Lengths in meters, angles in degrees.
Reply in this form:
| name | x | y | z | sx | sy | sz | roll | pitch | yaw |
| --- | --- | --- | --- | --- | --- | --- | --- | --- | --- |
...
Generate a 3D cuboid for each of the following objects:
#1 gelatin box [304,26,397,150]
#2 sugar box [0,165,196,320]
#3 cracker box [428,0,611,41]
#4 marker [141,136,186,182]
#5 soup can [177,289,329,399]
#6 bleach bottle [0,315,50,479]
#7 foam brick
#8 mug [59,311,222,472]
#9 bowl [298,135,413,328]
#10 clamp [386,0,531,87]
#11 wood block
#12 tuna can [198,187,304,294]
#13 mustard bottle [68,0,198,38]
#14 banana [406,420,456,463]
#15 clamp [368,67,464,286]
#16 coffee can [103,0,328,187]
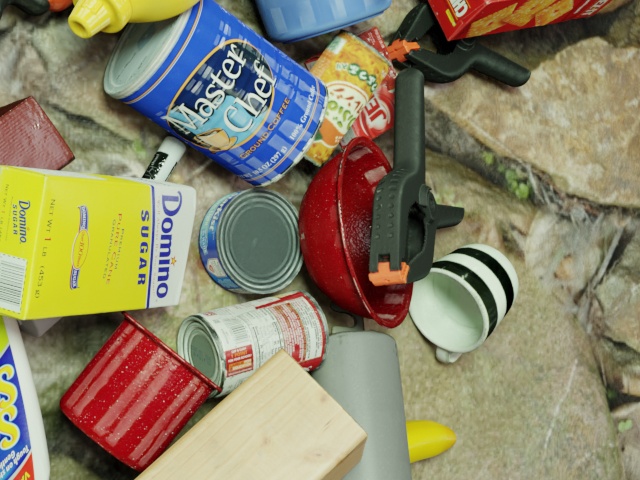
| name | x | y | z | sx | sy | sz | roll | pitch | yaw |
| --- | --- | --- | --- | --- | --- | --- | --- | --- | --- |
| gelatin box | 0.036 | -0.135 | 0.949 | 0.073 | 0.030 | 0.089 | -34 | 106 | -33 |
| sugar box | -0.152 | 0.002 | 0.730 | 0.176 | 0.048 | 0.093 | 0 | 102 | -62 |
| cracker box | 0.177 | -0.286 | 1.017 | 0.213 | 0.072 | 0.164 | -17 | 76 | -36 |
| marker | -0.139 | -0.027 | 0.818 | 0.020 | 0.020 | 0.121 | 40 | 65 | -27 |
| soup can | -0.053 | 0.081 | 0.843 | 0.102 | 0.069 | 0.068 | -12 | 93 | -36 |
| bleach bottle | -0.226 | 0.131 | 0.717 | 0.102 | 0.068 | 0.251 | -25 | 103 | -34 |
| foam brick | -0.216 | -0.059 | 0.728 | 0.052 | 0.078 | 0.051 | -42 | 112 | -31 |
| mug | -0.129 | 0.114 | 0.775 | 0.081 | 0.093 | 0.117 | -51 | 160 | -9 |
| bowl | 0.025 | -0.003 | 0.892 | 0.161 | 0.055 | 0.162 | -10 | 90 | -67 |
| clamp | 0.136 | -0.185 | 1.020 | 0.171 | 0.039 | 0.120 | -30 | 93 | -34 |
| wood block | -0.072 | 0.186 | 0.760 | 0.206 | 0.091 | 0.090 | -41 | 73 | -17 |
| tuna can | -0.056 | 0.001 | 0.868 | 0.085 | 0.034 | 0.086 | 3 | 85 | -36 |
| mustard bottle | -0.113 | -0.207 | 0.743 | 0.096 | 0.058 | 0.191 | 29 | 58 | 6 |
| banana | 0.045 | 0.203 | 0.928 | 0.197 | 0.037 | 0.069 | -35 | 125 | -32 |
| clamp | 0.082 | -0.025 | 0.913 | 0.209 | 0.036 | 0.164 | -72 | 146 | -44 |
| coffee can | -0.079 | -0.119 | 0.818 | 0.140 | 0.103 | 0.102 | 33 | 68 | -30 |
